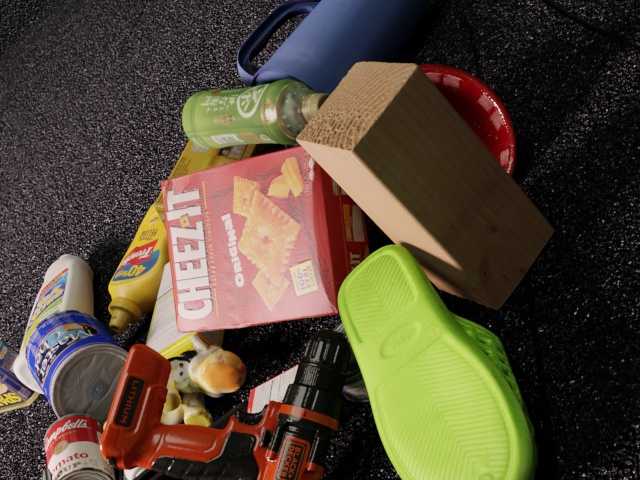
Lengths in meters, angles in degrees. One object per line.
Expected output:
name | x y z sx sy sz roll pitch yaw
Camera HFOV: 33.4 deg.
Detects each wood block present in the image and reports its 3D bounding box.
wood block | 0.090 -0.045 0.889 0.090 0.206 0.091 -52 30 -12

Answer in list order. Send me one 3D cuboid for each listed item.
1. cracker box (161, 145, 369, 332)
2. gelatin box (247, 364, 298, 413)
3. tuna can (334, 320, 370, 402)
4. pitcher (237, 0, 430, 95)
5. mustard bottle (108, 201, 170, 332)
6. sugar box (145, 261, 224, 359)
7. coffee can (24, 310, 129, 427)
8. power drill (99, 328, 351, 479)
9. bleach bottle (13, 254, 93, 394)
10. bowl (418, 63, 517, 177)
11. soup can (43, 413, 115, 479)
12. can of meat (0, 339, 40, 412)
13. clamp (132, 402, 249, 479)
cracker box | -0.057 0.001 1.057 0.214 0.071 0.164 -10 84 37
gelatin box | -0.027 0.153 0.973 0.089 0.030 0.073 -30 31 25
tuna can | 0.042 0.099 0.948 0.086 0.033 0.086 -32 32 23
pitcher | 0.024 -0.241 1.294 0.145 0.149 0.242 -1 48 53
mustard bottle | -0.215 0.033 1.339 0.096 0.058 0.191 -9 46 40
sugar box | -0.146 0.076 1.210 0.093 0.048 0.176 -32 29 27
coffee can | -0.273 0.148 1.225 0.103 0.102 0.140 -50 29 -8
power drill | -0.078 0.146 0.900 0.188 0.057 0.184 13 73 12
bleach bottle | -0.352 0.095 1.438 0.103 0.068 0.251 -39 27 10
bowl | 0.102 -0.083 1.016 0.162 0.162 0.055 -47 -4 -2
soup can | -0.253 0.238 1.121 0.068 0.068 0.102 -43 30 5
can of meat | -0.422 0.176 1.401 0.102 0.084 0.057 -18 39 40
clamp | -0.140 0.212 0.987 0.120 0.039 0.171 -36 -1 36
